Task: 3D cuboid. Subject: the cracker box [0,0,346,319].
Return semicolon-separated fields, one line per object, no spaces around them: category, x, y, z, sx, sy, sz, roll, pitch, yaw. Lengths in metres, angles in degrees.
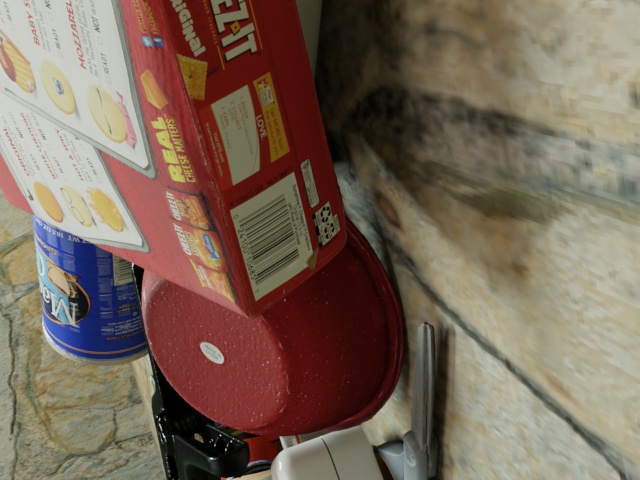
cracker box;-0.094;-0.076;0.483;0.214;0.072;0.164;21;136;43

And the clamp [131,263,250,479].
clamp;-0.086;0.129;0.711;0.210;0.036;0.165;95;153;-45

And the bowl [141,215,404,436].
bowl;-0.039;0.045;0.555;0.162;0.055;0.162;18;124;28

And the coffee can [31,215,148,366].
coffee can;-0.165;0.011;0.814;0.103;0.102;0.140;-123;29;-45

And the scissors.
scissors;0.044;0.103;0.560;0.096;0.016;0.202;-130;27;-56
